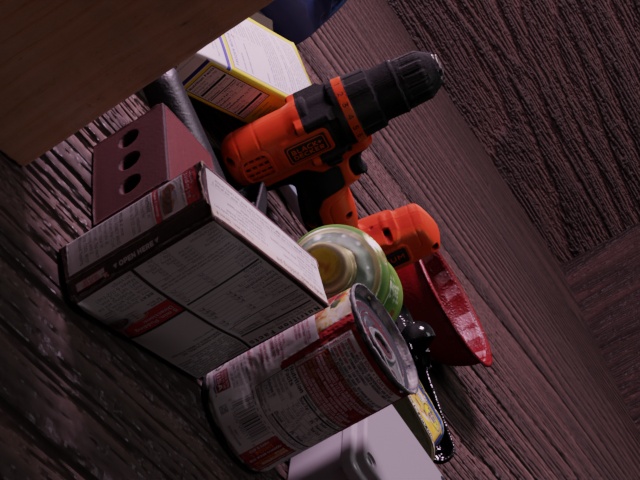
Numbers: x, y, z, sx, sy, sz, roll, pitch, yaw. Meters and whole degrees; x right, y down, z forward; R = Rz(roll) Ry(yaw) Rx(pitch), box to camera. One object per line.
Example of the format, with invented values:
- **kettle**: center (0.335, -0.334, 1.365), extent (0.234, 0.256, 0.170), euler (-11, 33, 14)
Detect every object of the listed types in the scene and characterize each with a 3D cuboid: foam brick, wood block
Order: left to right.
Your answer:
- **wood block**: center (-0.096, -0.139, 0.511), extent (0.090, 0.206, 0.091), euler (44, 21, -45)
- **foam brick**: center (-0.094, -0.030, 0.611), extent (0.051, 0.053, 0.078), euler (48, 18, -38)

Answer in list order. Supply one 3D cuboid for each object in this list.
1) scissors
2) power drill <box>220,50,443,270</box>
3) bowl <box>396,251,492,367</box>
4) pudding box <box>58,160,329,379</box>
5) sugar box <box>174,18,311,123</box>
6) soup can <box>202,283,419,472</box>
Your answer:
- **scissors**: center (-0.044, -0.072, 0.944), extent (0.201, 0.016, 0.096), euler (51, 15, -29)
- **power drill**: center (0.034, -0.054, 0.872), extent (0.057, 0.184, 0.187), euler (-103, 167, -48)
- **bowl**: center (0.117, 0.072, 1.119), extent (0.162, 0.055, 0.162), euler (53, 15, -22)
- **pudding box**: center (-0.062, 0.020, 0.545), extent (0.113, 0.090, 0.039), euler (41, 24, -50)
- **sugar box**: center (-0.079, -0.146, 0.845), extent (0.175, 0.048, 0.093), euler (19, 40, -45)
- **soup can**: center (-0.006, 0.078, 0.593), extent (0.068, 0.102, 0.068), euler (53, 16, -22)
